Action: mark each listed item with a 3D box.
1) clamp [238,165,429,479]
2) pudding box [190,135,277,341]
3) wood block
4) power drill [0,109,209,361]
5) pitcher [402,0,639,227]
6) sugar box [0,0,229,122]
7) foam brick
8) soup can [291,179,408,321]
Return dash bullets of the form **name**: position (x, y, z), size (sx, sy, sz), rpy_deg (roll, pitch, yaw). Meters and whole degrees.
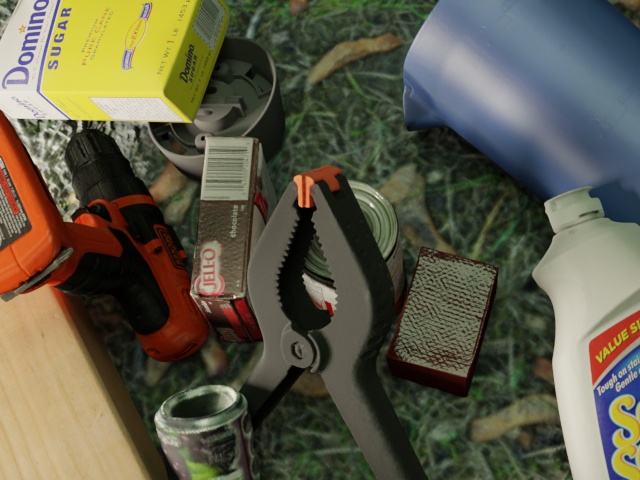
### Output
- **clamp**: position (-0.009, 0.061, 0.616), size (0.165, 0.036, 0.210), rpy_deg (5, 108, 37)
- **pudding box**: position (-0.055, 0.001, 0.697), size (0.039, 0.090, 0.113), rpy_deg (2, 67, 7)
- **wood block**: position (-0.177, 0.096, 0.674), size (0.090, 0.091, 0.206), rpy_deg (-30, 67, -5)
- **power drill**: position (-0.153, -0.017, 0.668), size (0.057, 0.187, 0.184), rpy_deg (-36, 67, 12)
- **pitcher**: position (0.185, -0.081, 0.678), size (0.243, 0.149, 0.144), rpy_deg (44, 50, 18)
- **sugar box**: position (-0.156, -0.134, 0.763), size (0.176, 0.048, 0.093), rpy_deg (5, 67, 29)
- **foam brick**: position (0.079, 0.053, 0.679), size (0.053, 0.051, 0.078), rpy_deg (16, 71, 13)
- **soup can**: position (0.019, 0.013, 0.675), size (0.068, 0.102, 0.068), rpy_deg (-3, 67, 7)
